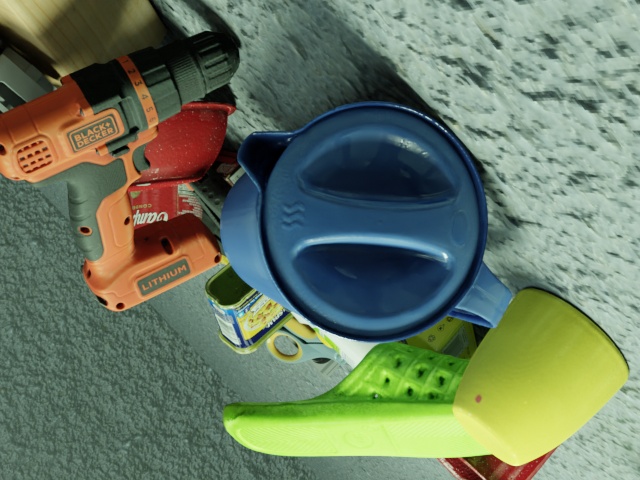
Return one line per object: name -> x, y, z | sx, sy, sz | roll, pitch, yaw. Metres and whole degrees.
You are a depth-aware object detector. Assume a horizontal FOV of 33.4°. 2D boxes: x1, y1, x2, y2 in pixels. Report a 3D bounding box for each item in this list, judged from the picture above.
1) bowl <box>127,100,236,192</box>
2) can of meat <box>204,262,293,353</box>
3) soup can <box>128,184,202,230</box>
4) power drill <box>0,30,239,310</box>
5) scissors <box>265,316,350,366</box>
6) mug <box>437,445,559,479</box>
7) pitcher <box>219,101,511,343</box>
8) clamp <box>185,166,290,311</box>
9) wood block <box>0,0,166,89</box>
bowl -> -0.145, -0.071, 0.865 | 0.162, 0.162, 0.055 | 170, 92, -74
can of meat -> -0.073, 0.060, 1.172 | 0.058, 0.102, 0.084 | 35, 154, 33
soup can -> -0.142, -0.044, 0.974 | 0.068, 0.102, 0.068 | -1, 172, 0
power drill -> -0.129, -0.049, 0.776 | 0.057, 0.184, 0.187 | 52, 161, 45
scissors -> 0.010, 0.146, 1.278 | 0.202, 0.096, 0.016 | 43, -149, 10
mug -> 0.148, 0.171, 0.908 | 0.093, 0.081, 0.117 | 43, 167, 5
pitcher -> 0.012, -0.004, 0.697 | 0.243, 0.145, 0.149 | 180, 74, -77
clamp -> -0.056, 0.001, 0.931 | 0.171, 0.039, 0.120 | 49, 164, -14
wood block -> -0.199, -0.184, 0.764 | 0.091, 0.090, 0.206 | 29, 169, 19
